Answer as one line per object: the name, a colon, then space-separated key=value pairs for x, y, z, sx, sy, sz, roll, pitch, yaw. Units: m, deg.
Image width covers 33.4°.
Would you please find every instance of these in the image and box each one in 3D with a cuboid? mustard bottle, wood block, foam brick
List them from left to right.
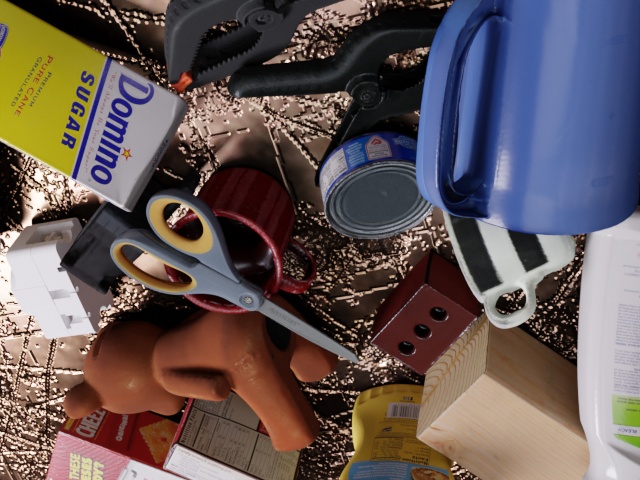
mustard bottle: x=0.063 y=0.197 z=0.859 sx=0.096 sy=0.191 sz=0.058 roll=4 pitch=123 yaw=9
foam brick: x=0.084 y=0.058 z=0.850 sx=0.053 sy=0.051 sz=0.078 roll=32 pitch=123 yaw=-9
wood block: x=0.191 y=0.160 z=0.871 sx=0.206 sy=0.090 sz=0.091 roll=33 pitch=123 yaw=-9

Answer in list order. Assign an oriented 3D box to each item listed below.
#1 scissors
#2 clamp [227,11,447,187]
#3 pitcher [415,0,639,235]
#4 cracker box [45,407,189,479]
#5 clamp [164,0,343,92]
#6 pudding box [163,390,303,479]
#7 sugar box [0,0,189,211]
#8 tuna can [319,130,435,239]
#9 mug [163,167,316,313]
scissors: x=-0.054 y=0.024 z=0.778 sx=0.201 sy=0.016 sz=0.096 roll=18 pitch=124 yaw=0
clamp: x=0.022 y=-0.115 z=0.754 sx=0.172 sy=0.039 sz=0.120 roll=-37 pitch=129 yaw=26
pitcher: x=0.140 y=-0.131 z=0.665 sx=0.145 sy=0.149 sz=0.243 roll=5 pitch=120 yaw=9
cracker box: x=-0.151 y=0.250 z=1.013 sx=0.213 sy=0.072 sz=0.164 roll=21 pitch=124 yaw=-1
clamp: x=-0.031 y=-0.164 z=0.719 sx=0.164 sy=0.036 sz=0.210 roll=7 pitch=149 yaw=-36
pudding box: x=-0.072 y=0.182 z=0.940 sx=0.113 sy=0.090 sz=0.039 roll=24 pitch=123 yaw=-4
sugar box: x=-0.194 y=-0.103 z=0.776 sx=0.176 sy=0.048 sz=0.093 roll=28 pitch=86 yaw=1
tuna can: x=0.042 y=-0.040 z=0.787 sx=0.086 sy=0.034 sz=0.086 roll=-7 pitch=142 yaw=-6
mug: x=-0.055 y=0.001 z=0.825 sx=0.117 sy=0.081 sz=0.093 roll=26 pitch=124 yaw=-5
